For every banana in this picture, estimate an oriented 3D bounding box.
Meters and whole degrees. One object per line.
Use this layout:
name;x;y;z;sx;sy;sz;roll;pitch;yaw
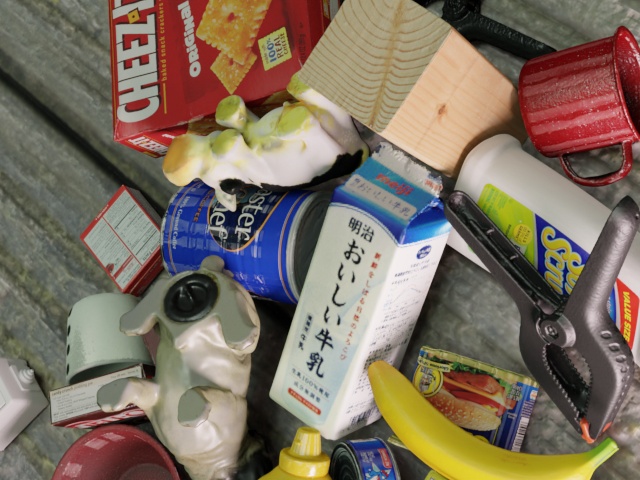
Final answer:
banana;0.115;0.151;0.795;0.198;0.037;0.069;17;65;23

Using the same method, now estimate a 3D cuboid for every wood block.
wood block;0.085;-0.113;0.831;0.090;0.205;0.091;38;99;29

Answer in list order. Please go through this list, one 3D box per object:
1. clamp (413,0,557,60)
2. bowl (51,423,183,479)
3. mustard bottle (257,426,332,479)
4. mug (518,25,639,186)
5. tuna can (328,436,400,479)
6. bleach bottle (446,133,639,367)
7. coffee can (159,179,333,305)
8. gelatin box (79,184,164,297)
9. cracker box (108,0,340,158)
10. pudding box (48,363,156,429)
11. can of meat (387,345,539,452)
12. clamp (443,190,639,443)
clamp;0.129;-0.212;0.923;0.172;0.039;0.120;6;81;30
bowl;-0.178;0.253;0.993;0.162;0.055;0.162;-6;77;28
mustard bottle;-0.023;0.246;0.867;0.096;0.058;0.192;14;97;45
mug;0.208;-0.099;0.831;0.082;0.093;0.117;-12;86;32
tuna can;0.035;0.204;0.867;0.086;0.033;0.086;179;90;-71
bleach bottle;0.212;0.022;0.803;0.251;0.067;0.103;36;131;29
coffee can;-0.056;0.001;0.947;0.141;0.102;0.103;7;83;30
gelatin box;-0.189;0.001;1.065;0.073;0.030;0.089;-49;62;11
cracker box;-0.087;-0.180;0.946;0.214;0.072;0.164;-12;74;28
pudding box;-0.182;0.148;0.996;0.114;0.089;0.039;-20;70;24
can of meat;0.116;0.137;0.851;0.102;0.057;0.084;16;85;30
clamp;0.183;0.053;0.771;0.165;0.036;0.210;-4;114;54
